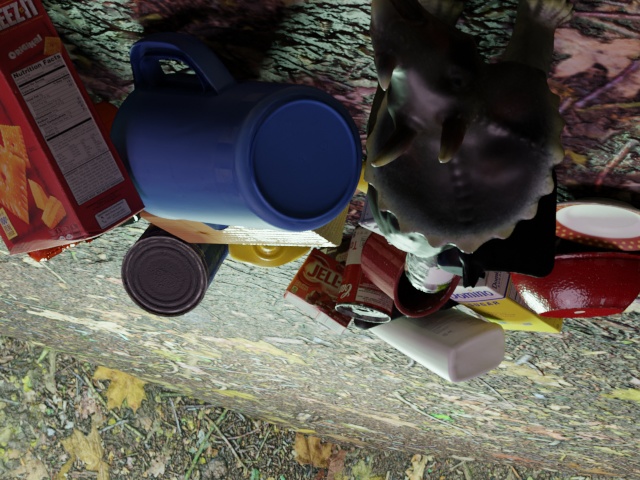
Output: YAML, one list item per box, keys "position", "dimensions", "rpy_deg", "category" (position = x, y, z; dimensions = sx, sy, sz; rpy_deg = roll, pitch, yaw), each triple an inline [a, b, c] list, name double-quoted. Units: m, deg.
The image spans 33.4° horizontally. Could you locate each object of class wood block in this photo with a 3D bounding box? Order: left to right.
- position: [-0.078, -0.050, 1.118]
  dimensions: [0.206, 0.090, 0.090]
  rpy_deg: [1, 161, 36]
  category: "wood block"

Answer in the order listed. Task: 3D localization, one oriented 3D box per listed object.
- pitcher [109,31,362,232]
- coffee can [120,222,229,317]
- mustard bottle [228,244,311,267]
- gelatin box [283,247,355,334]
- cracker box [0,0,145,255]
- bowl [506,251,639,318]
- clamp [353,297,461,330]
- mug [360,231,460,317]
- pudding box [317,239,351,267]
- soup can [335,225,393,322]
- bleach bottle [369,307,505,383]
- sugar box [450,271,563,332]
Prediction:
- position: [-0.075, -0.081, 0.864]
  dimensions: [0.149, 0.145, 0.243]
  rpy_deg: [19, 177, -31]
  category: "pitcher"
- position: [-0.169, 0.017, 1.278]
  dimensions: [0.103, 0.103, 0.140]
  rpy_deg: [13, -157, 3]
  category: "coffee can"
- position: [-0.058, 0.002, 1.242]
  dimensions: [0.096, 0.058, 0.191]
  rpy_deg: [-4, 179, -2]
  category: "mustard bottle"
- position: [0.009, 0.062, 1.324]
  dimensions: [0.089, 0.073, 0.030]
  rpy_deg: [33, 152, 1]
  category: "gelatin box"
- position: [-0.263, -0.098, 0.927]
  dimensions: [0.164, 0.072, 0.213]
  rpy_deg: [-7, 113, 51]
  category: "cracker box"
- position: [0.282, 0.052, 1.161]
  dimensions: [0.162, 0.055, 0.162]
  rpy_deg: [-1, 169, 0]
  category: "bowl"
- position: [0.112, 0.083, 1.380]
  dimensions: [0.171, 0.039, 0.120]
  rpy_deg: [-12, -165, 4]
  category: "clamp"
- position: [0.108, 0.028, 1.210]
  dimensions: [0.117, 0.093, 0.082]
  rpy_deg: [7, -159, -37]
  category: "mug"
- position: [0.047, 0.035, 1.394]
  dimensions: [0.089, 0.039, 0.114]
  rpy_deg: [22, 161, -27]
  category: "pudding box"
- position: [0.062, 0.040, 1.284]
  dimensions: [0.068, 0.102, 0.068]
  rpy_deg: [13, 164, 3]
  category: "soup can"
- position: [0.129, 0.110, 1.454]
  dimensions: [0.102, 0.068, 0.251]
  rpy_deg: [-17, -153, -31]
  category: "bleach bottle"
- position: [0.225, 0.070, 1.352]
  dimensions: [0.094, 0.048, 0.176]
  rpy_deg: [-2, 160, 46]
  category: "sugar box"
